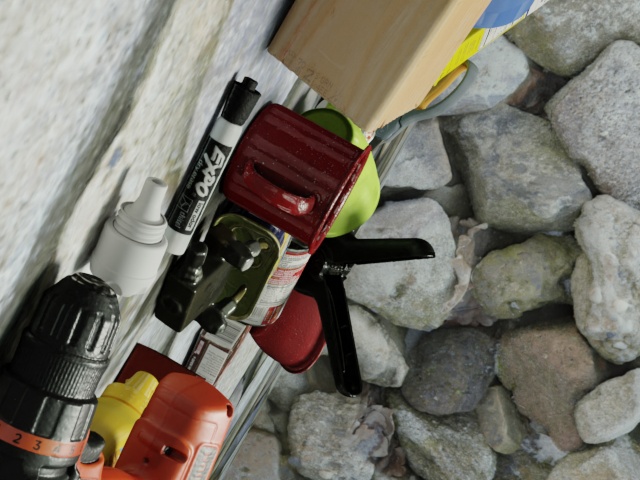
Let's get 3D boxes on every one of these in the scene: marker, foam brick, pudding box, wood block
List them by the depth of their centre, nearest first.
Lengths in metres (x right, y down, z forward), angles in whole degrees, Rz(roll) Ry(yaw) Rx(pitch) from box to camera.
[{"bbox_3d":[0.066,-0.180,0.658,0.206,0.090,0.090,-55,169,32],"label":"wood block"},{"bbox_3d":[-0.068,-0.046,0.661,0.121,0.020,0.020,-62,175,17],"label":"marker"},{"bbox_3d":[-0.127,0.116,0.830,0.051,0.053,0.078,-60,177,-9],"label":"foam brick"},{"bbox_3d":[-0.105,0.110,1.124,0.090,0.039,0.113,-63,175,32],"label":"pudding box"}]

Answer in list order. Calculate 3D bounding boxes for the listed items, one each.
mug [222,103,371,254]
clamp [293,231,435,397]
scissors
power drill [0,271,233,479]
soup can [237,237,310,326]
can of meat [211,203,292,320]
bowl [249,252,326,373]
[{"bbox_3d":[-0.022,-0.046,0.781,0.093,0.081,0.117,-62,175,22],"label":"mug"},{"bbox_3d":[0.009,0.033,0.998,0.036,0.210,0.165,8,111,-41],"label":"clamp"},{"bbox_3d":[0.069,-0.124,1.042,0.202,0.016,0.096,-33,-139,30],"label":"scissors"},{"bbox_3d":[-0.119,0.109,0.575,0.184,0.057,0.187,-65,156,3],"label":"power drill"},{"bbox_3d":[-0.051,0.022,0.990,0.102,0.068,0.068,-63,175,35],"label":"soup can"},{"bbox_3d":[-0.056,0.001,0.874,0.102,0.057,0.083,-63,177,38],"label":"can of meat"},{"bbox_3d":[-0.042,0.064,1.178,0.162,0.055,0.162,-35,-130,56],"label":"bowl"}]
